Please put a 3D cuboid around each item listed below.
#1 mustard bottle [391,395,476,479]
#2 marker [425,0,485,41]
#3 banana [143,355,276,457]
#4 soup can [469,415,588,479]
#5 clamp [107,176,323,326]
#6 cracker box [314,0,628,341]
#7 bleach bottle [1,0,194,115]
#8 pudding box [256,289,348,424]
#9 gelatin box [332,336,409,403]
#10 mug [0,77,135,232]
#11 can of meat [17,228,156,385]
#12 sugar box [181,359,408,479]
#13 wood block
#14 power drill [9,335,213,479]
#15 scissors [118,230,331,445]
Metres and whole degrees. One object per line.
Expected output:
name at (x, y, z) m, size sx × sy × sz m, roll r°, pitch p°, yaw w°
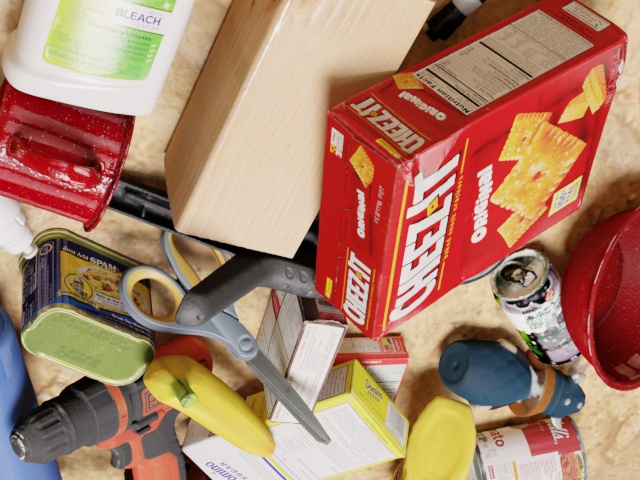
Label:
mustard bottle at (0.097, 0.220, 0.987) m, size 0.058 × 0.096 × 0.192 m, roll 15°, pitch 151°, yaw 5°
marker at (0.117, -0.178, 0.712) m, size 0.020 × 0.020 × 0.121 m, roll 32°, pitch 116°, yaw -33°
banana at (-0.089, 0.125, 0.811) m, size 0.037 × 0.070 × 0.197 m, roll -38°, pitch 154°, yaw 0°
soup can at (0.197, 0.211, 1.029) m, size 0.102 × 0.068 × 0.068 m, roll -10°, pitch 131°, yaw -5°
clamp at (-0.055, 0.001, 0.770) m, size 0.209 × 0.165 × 0.036 m, roll -2°, pitch 125°, yaw -43°
cracker box at (0.101, -0.049, 0.715) m, size 0.213 × 0.072 × 0.164 m, roll -30°, pitch 145°, yaw -28°
bleach bottle at (-0.106, -0.197, 0.614) m, size 0.102 × 0.068 × 0.251 m, roll 11°, pitch 124°, yaw -22°
pudding box at (-0.017, 0.076, 0.847) m, size 0.039 × 0.090 × 0.114 m, roll 5°, pitch 128°, yaw -17°
gelatin box at (0.031, 0.123, 0.938) m, size 0.073 × 0.030 × 0.089 m, roll 1°, pitch 132°, yaw -15°
mug at (-0.172, -0.057, 0.683) m, size 0.081 × 0.117 × 0.093 m, roll 19°, pitch 103°, yaw -22°
can of meat at (-0.172, 0.051, 0.791) m, size 0.102 × 0.084 × 0.058 m, roll 27°, pitch 118°, yaw -32°
sugar box at (-0.022, 0.168, 0.921) m, size 0.176 × 0.048 × 0.093 m, roll -20°, pitch 125°, yaw 27°
wood block at (-0.022, -0.100, 0.697) m, size 0.090 × 0.090 × 0.206 m, roll 14°, pitch 124°, yaw -24°
power drill at (-0.157, 0.184, 0.844) m, size 0.184 × 0.057 × 0.188 m, roll -23°, pitch 123°, yaw -44°
scissors at (-0.076, 0.079, 0.783) m, size 0.096 × 0.202 × 0.016 m, roll -25°, pitch 173°, yaw -30°
